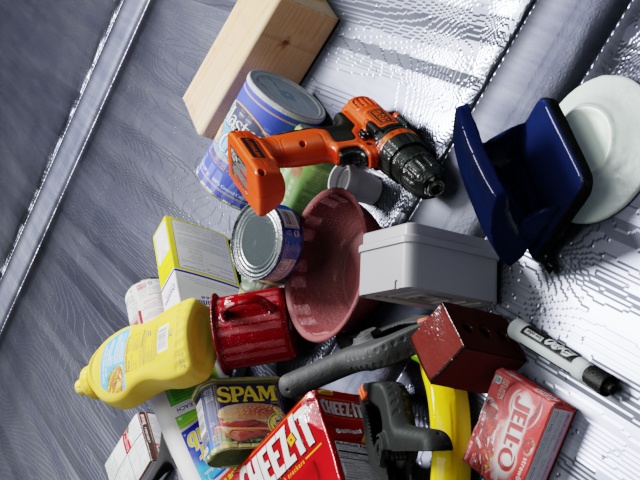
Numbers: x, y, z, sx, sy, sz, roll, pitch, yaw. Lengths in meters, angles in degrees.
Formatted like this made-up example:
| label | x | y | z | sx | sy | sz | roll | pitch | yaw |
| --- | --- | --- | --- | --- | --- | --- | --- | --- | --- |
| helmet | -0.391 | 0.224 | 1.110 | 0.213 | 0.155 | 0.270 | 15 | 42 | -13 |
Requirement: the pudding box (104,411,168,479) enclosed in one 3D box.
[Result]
| label | x | y | z | sx | sy | sz | roll | pitch | yaw |
| --- | --- | --- | --- | --- | --- | --- | --- | --- | --- |
| pudding box | -0.240 | 0.296 | 1.409 | 0.114 | 0.039 | 0.090 | -58 | 38 | 26 |

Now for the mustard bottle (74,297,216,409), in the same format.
| label | x | y | z | sx | sy | sz | roll | pitch | yaw |
| --- | --- | --- | --- | --- | --- | --- | --- | --- | --- |
| mustard bottle | -0.204 | 0.138 | 1.200 | 0.192 | 0.058 | 0.096 | -24 | 51 | 28 |

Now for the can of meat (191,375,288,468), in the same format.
| label | x | y | z | sx | sy | sz | roll | pitch | yaw |
| --- | --- | --- | --- | --- | --- | --- | --- | --- | --- |
| can of meat | -0.083 | 0.199 | 1.163 | 0.058 | 0.102 | 0.084 | 120 | 144 | -48 |

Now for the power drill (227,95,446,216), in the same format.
| label | x | y | z | sx | sy | sz | roll | pitch | yaw |
| --- | --- | --- | --- | --- | --- | --- | --- | --- | --- |
| power drill | 0.012 | -0.078 | 1.070 | 0.185 | 0.187 | 0.057 | -129 | 32 | -52 |

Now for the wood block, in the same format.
| label | x | y | z | sx | sy | sz | roll | pitch | yaw |
| --- | --- | --- | --- | --- | --- | --- | --- | --- | --- |
| wood block | -0.078 | -0.224 | 1.329 | 0.206 | 0.090 | 0.090 | -55 | 39 | 26 |

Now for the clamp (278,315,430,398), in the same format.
| label | x | y | z | sx | sy | sz | roll | pitch | yaw |
| --- | --- | --- | --- | --- | --- | --- | --- | --- | --- |
| clamp | 0.050 | 0.103 | 1.041 | 0.172 | 0.120 | 0.039 | -20 | 104 | 30 |

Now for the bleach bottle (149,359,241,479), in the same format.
| label | x | y | z | sx | sy | sz | roll | pitch | yaw |
| --- | --- | --- | --- | --- | --- | --- | --- | --- | --- |
| bleach bottle | -0.110 | 0.241 | 1.200 | 0.251 | 0.102 | 0.068 | 58 | 159 | 33 |

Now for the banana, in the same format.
| label | x | y | z | sx | sy | sz | roll | pitch | yaw |
| --- | --- | --- | --- | --- | --- | --- | --- | --- | --- |
| banana | 0.112 | 0.180 | 0.955 | 0.070 | 0.037 | 0.198 | 112 | 160 | -61 |

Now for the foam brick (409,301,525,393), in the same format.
| label | x | y | z | sx | sy | sz | roll | pitch | yaw |
| --- | --- | --- | --- | --- | --- | --- | --- | --- | --- |
| foam brick | 0.128 | 0.094 | 0.924 | 0.051 | 0.078 | 0.053 | -52 | 42 | 29 |

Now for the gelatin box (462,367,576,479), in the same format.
| label | x | y | z | sx | sy | sz | roll | pitch | yaw |
| --- | --- | --- | --- | --- | --- | --- | --- | --- | --- |
| gelatin box | 0.163 | 0.161 | 0.888 | 0.073 | 0.030 | 0.089 | 31 | 103 | 55 |

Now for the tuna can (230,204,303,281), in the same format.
| label | x | y | z | sx | sy | sz | roll | pitch | yaw |
| --- | --- | --- | --- | --- | --- | --- | --- | --- | --- |
| tuna can | -0.058 | 0.001 | 1.149 | 0.086 | 0.033 | 0.086 | -8 | 78 | 46 |

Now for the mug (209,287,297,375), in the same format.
| label | x | y | z | sx | sy | sz | roll | pitch | yaw |
| --- | --- | --- | --- | --- | --- | --- | --- | --- | --- |
| mug | -0.074 | 0.090 | 1.170 | 0.081 | 0.117 | 0.093 | -10 | 55 | 5 |

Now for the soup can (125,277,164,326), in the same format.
| label | x | y | z | sx | sy | sz | roll | pitch | yaw |
| --- | --- | --- | --- | --- | --- | --- | --- | --- | --- |
| soup can | -0.221 | 0.107 | 1.427 | 0.069 | 0.068 | 0.102 | -53 | 39 | 29 |

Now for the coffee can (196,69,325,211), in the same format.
| label | x | y | z | sx | sy | sz | roll | pitch | yaw |
| --- | --- | --- | --- | --- | --- | --- | --- | --- | --- |
| coffee can | -0.072 | -0.117 | 1.268 | 0.140 | 0.102 | 0.103 | -58 | 38 | 24 |

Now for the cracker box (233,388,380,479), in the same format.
| label | x | y | z | sx | sy | sz | roll | pitch | yaw |
| --- | --- | --- | --- | --- | --- | --- | --- | --- | --- |
| cracker box | -0.003 | 0.278 | 1.046 | 0.164 | 0.072 | 0.214 | -50 | 41 | 32 |

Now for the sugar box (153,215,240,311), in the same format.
| label | x | y | z | sx | sy | sz | roll | pitch | yaw |
| --- | --- | --- | --- | --- | --- | --- | --- | --- | --- |
| sugar box | -0.149 | 0.047 | 1.304 | 0.048 | 0.093 | 0.176 | -57 | 29 | 28 |

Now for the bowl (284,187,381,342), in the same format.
| label | x | y | z | sx | sy | sz | roll | pitch | yaw |
| --- | --- | --- | --- | --- | --- | --- | --- | --- | --- |
| bowl | 0.025 | 0.028 | 1.107 | 0.162 | 0.055 | 0.162 | -26 | 60 | 55 |

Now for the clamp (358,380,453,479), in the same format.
| label | x | y | z | sx | sy | sz | roll | pitch | yaw |
| --- | --- | --- | --- | --- | --- | --- | --- | --- | --- |
| clamp | 0.069 | 0.202 | 0.970 | 0.210 | 0.036 | 0.165 | -121 | 35 | -67 |

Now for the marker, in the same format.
| label | x | y | z | sx | sy | sz | roll | pitch | yaw |
| --- | --- | --- | --- | --- | --- | --- | --- | --- | --- |
| marker | 0.198 | 0.096 | 0.874 | 0.121 | 0.020 | 0.020 | 34 | 106 | 54 |
